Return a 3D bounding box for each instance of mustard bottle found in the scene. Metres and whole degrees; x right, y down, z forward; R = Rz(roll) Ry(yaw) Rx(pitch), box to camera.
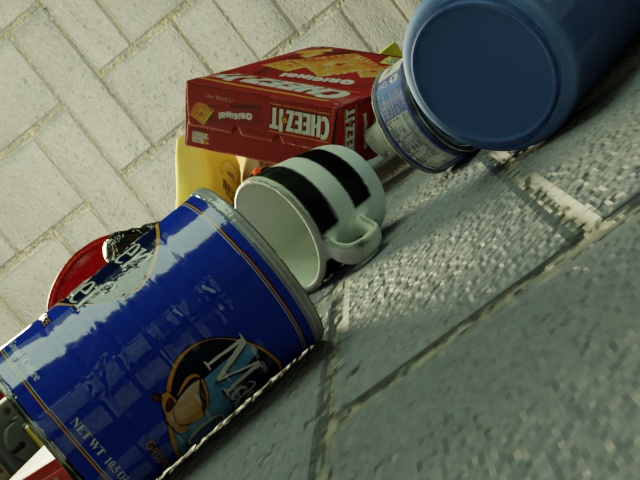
[{"bbox_3d":[-0.115,-0.017,1.104,0.058,0.096,0.191,-16,51,14],"label":"mustard bottle"}]

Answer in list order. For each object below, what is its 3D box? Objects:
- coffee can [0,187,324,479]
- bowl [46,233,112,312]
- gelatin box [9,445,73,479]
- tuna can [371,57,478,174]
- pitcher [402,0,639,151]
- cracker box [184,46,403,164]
[{"bbox_3d":[-0.083,0.055,0.546,0.140,0.103,0.103,-40,7,-14],"label":"coffee can"},{"bbox_3d":[-0.254,0.075,1.318,0.055,0.162,0.162,32,61,35],"label":"bowl"},{"bbox_3d":[-0.157,0.139,0.690,0.073,0.030,0.089,-33,9,30],"label":"gelatin box"},{"bbox_3d":[0.079,-0.093,0.763,0.034,0.086,0.086,-31,10,41],"label":"tuna can"},{"bbox_3d":[0.149,-0.168,0.680,0.145,0.149,0.242,-25,17,44],"label":"pitcher"},{"bbox_3d":[-0.001,-0.131,1.013,0.164,0.072,0.213,13,23,28],"label":"cracker box"}]
